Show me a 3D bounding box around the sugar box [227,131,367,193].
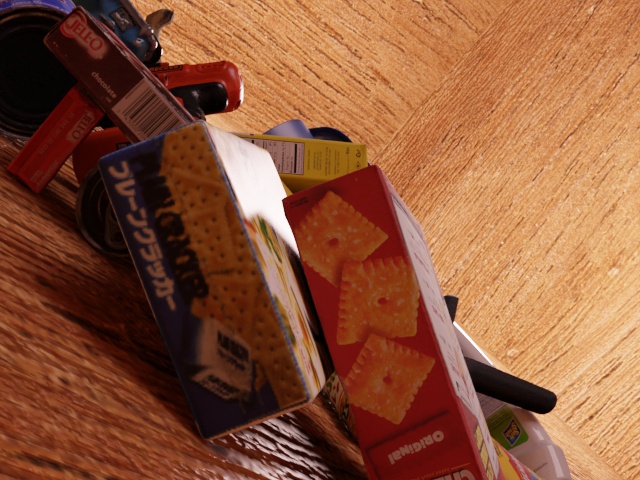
[{"bbox_3d":[-0.051,-0.071,1.009,0.176,0.048,0.093,1,-6,-15],"label":"sugar box"}]

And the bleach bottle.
[{"bbox_3d":[0.161,0.190,1.060,0.068,0.102,0.251,42,9,-48],"label":"bleach bottle"}]

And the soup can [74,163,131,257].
[{"bbox_3d":[-0.123,-0.021,0.757,0.068,0.068,0.102,42,4,8],"label":"soup can"}]

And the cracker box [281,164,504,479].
[{"bbox_3d":[0.052,0.078,0.677,0.164,0.072,0.214,40,32,-72],"label":"cracker box"}]

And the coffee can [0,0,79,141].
[{"bbox_3d":[-0.230,-0.146,0.841,0.102,0.103,0.140,39,5,-28],"label":"coffee can"}]

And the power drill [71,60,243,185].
[{"bbox_3d":[-0.156,-0.099,0.888,0.187,0.184,0.057,-98,179,-62],"label":"power drill"}]

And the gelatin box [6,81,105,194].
[{"bbox_3d":[-0.181,-0.075,0.749,0.030,0.073,0.089,40,5,-15],"label":"gelatin box"}]

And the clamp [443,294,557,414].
[{"bbox_3d":[0.112,0.105,1.012,0.209,0.036,0.165,6,32,-41],"label":"clamp"}]

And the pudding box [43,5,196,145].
[{"bbox_3d":[-0.128,-0.101,0.726,0.113,0.039,0.090,49,3,1],"label":"pudding box"}]
